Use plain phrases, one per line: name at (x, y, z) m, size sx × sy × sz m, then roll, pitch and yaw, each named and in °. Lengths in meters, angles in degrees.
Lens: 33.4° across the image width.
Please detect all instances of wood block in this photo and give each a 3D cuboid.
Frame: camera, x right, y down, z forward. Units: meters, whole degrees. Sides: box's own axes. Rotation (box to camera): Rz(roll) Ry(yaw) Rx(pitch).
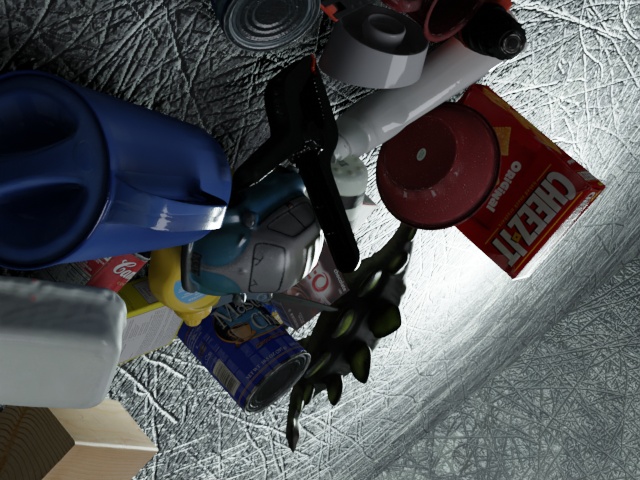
wood block at (-0.280, 0.232, 1.199) m, size 0.091 × 0.090 × 0.206 m, roll -46°, pitch 159°, yaw 2°

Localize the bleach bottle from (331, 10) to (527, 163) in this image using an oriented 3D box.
bleach bottle at (0.106, -0.166, 1.179) m, size 0.250 × 0.068 × 0.103 m, roll -37°, pitch -173°, yaw -17°

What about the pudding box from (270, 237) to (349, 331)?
pudding box at (-0.027, 0.039, 1.299) m, size 0.090 × 0.039 × 0.113 m, roll -36°, pitch 118°, yaw -21°

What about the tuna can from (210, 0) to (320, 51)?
tuna can at (-0.044, -0.193, 0.861) m, size 0.086 × 0.034 × 0.086 m, roll -16°, pitch 149°, yaw -11°

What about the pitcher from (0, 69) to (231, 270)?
pitcher at (-0.152, -0.044, 0.812) m, size 0.145 × 0.149 × 0.242 m, roll -30°, pitch 171°, yaw 17°

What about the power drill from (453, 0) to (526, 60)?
power drill at (0.200, -0.272, 1.066) m, size 0.057 × 0.184 × 0.188 m, roll 34°, pitch 101°, yaw -25°

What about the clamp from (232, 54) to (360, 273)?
clamp at (-0.012, -0.080, 0.974) m, size 0.036 × 0.210 × 0.164 m, roll -22°, pitch 133°, yaw 29°

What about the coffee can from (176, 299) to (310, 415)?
coffee can at (-0.095, 0.121, 1.264) m, size 0.102 × 0.140 × 0.103 m, roll -38°, pitch 159°, yaw -18°

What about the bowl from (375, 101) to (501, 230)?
bowl at (0.127, -0.095, 1.254) m, size 0.162 × 0.162 × 0.055 m, roll -48°, pitch 150°, yaw 10°

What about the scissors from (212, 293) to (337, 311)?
scissors at (-0.084, 0.068, 1.220) m, size 0.201 × 0.016 × 0.096 m, roll 28°, pitch 128°, yaw -34°

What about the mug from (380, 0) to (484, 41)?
mug at (0.096, -0.244, 1.002) m, size 0.117 × 0.081 × 0.093 m, roll -30°, pitch 154°, yaw -33°

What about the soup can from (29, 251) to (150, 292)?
soup can at (-0.213, 0.029, 0.963) m, size 0.102 × 0.068 × 0.068 m, roll -45°, pitch 160°, yaw 4°

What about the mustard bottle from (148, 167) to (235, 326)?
mustard bottle at (-0.128, 0.015, 1.060) m, size 0.096 × 0.058 × 0.192 m, roll -35°, pitch 146°, yaw -35°

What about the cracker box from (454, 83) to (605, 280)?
cracker box at (0.236, -0.078, 1.407) m, size 0.164 × 0.214 × 0.072 m, roll -54°, pitch 158°, yaw 23°

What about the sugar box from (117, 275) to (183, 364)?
sugar box at (-0.217, 0.090, 1.111) m, size 0.175 × 0.048 × 0.093 m, roll -15°, pitch 143°, yaw -48°
